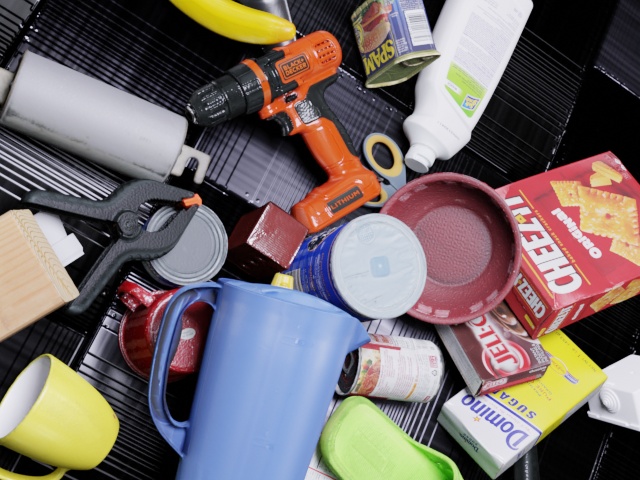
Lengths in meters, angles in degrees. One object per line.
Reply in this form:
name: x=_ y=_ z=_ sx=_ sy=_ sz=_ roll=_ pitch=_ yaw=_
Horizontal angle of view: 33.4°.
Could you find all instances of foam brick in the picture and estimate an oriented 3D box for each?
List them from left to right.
foam brick: x=-0.057 y=0.001 z=1.086 sx=0.053 sy=0.078 sz=0.051 roll=35 pitch=67 yaw=-16

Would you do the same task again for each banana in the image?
banana: x=-0.116 y=-0.255 z=1.104 sx=0.198 sy=0.070 sz=0.037 roll=41 pitch=37 yaw=1

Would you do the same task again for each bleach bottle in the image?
bleach bottle: x=0.153 y=-0.193 z=1.221 sx=0.102 sy=0.068 sz=0.250 roll=33 pitch=70 yaw=-17

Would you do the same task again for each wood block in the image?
wood block: x=-0.323 y=0.064 z=0.909 sx=0.206 sy=0.090 sz=0.091 roll=-30 pitch=94 yaw=-3

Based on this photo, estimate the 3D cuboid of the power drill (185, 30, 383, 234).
power drill: x=-0.030 y=-0.103 z=1.098 sx=0.184 sy=0.057 sz=0.187 roll=-30 pitch=104 yaw=-24

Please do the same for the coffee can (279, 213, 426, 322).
coffee can: x=0.029 y=0.035 z=1.084 sx=0.102 sy=0.141 sz=0.103 roll=4 pitch=79 yaw=-24

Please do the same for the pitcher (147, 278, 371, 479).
pitcher: x=-0.069 y=0.158 z=0.961 sx=0.144 sy=0.149 sz=0.243 roll=16 pitch=90 yaw=-58

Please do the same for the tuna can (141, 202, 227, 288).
tuna can: x=-0.139 y=0.005 z=1.073 sx=0.086 sy=0.034 sz=0.086 roll=4 pitch=80 yaw=-24

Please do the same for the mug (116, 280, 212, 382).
mug: x=-0.148 y=0.081 z=1.029 sx=0.117 sy=0.082 sz=0.093 roll=47 pitch=66 yaw=-11

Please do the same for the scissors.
scissors: x=0.105 y=-0.047 z=1.202 sx=0.201 sy=0.016 sz=0.096 roll=29 pitch=71 yaw=-18

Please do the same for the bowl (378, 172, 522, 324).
bowl: x=0.138 y=0.008 z=1.151 sx=0.162 sy=0.055 sz=0.162 roll=1 pitch=94 yaw=15

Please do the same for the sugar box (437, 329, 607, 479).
sugar box: x=0.225 y=0.175 z=1.184 sx=0.176 sy=0.048 sz=0.093 roll=-32 pitch=64 yaw=-28

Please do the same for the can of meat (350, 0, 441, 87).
can of meat: x=0.080 y=-0.225 z=1.174 sx=0.057 sy=0.102 sz=0.084 roll=-12 pitch=84 yaw=-26

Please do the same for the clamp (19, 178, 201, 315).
clamp: x=-0.196 y=-0.019 z=1.006 sx=0.171 sy=0.039 sz=0.120 roll=-34 pitch=106 yaw=-32

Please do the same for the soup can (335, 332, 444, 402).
soup can: x=0.071 y=0.134 z=1.127 sx=0.102 sy=0.069 sz=0.068 roll=9 pitch=77 yaw=-23

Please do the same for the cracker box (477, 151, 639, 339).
cracker box: x=0.289 y=-0.002 z=1.213 sx=0.213 sy=0.072 sz=0.164 roll=-18 pitch=61 yaw=-26

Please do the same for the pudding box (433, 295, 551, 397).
pudding box: x=0.185 y=0.109 z=1.171 sx=0.089 sy=0.039 sz=0.113 roll=-12 pitch=52 yaw=-24
